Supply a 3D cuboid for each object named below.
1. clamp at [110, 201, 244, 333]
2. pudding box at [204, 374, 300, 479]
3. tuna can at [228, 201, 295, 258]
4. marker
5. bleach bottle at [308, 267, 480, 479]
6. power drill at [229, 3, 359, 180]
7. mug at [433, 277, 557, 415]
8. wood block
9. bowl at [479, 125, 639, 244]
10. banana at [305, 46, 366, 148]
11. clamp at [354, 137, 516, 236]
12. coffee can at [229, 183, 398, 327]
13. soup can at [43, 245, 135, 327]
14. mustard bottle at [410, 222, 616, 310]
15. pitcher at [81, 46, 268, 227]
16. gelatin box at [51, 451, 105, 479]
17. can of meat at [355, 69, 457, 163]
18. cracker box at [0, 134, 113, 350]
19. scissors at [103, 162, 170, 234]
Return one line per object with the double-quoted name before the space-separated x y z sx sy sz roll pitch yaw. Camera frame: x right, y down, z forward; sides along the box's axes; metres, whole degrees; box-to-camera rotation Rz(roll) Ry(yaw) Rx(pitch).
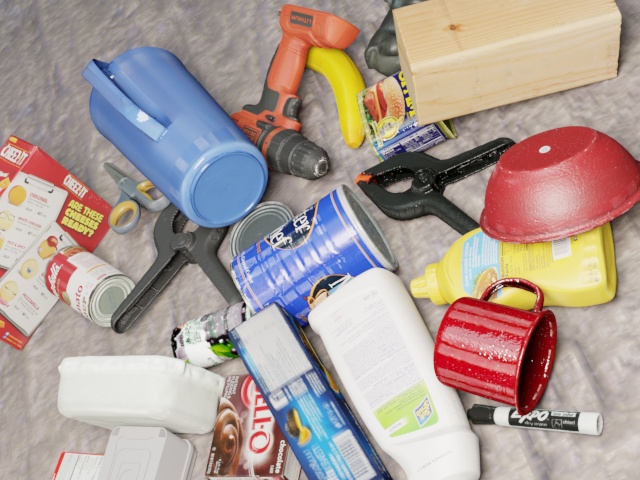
"clamp" -0.145 0.013 1.231 0.165 0.036 0.210 -3 55 22
"pudding box" -0.059 0.187 1.057 0.090 0.039 0.113 -8 58 28
"tuna can" -0.058 0.001 1.183 0.086 0.033 0.086 -17 53 24
"marker" 0.184 0.155 0.931 0.121 0.020 0.020 -1 60 33
"bleach bottle" 0.074 0.148 0.980 0.103 0.068 0.251 -38 50 19
"power drill" -0.026 -0.170 1.227 0.185 0.057 0.188 27 95 46
"mug" 0.154 0.085 0.925 0.082 0.093 0.117 14 73 29
"wood block" 0.186 -0.199 1.076 0.206 0.090 0.091 -13 53 2
"bowl" 0.216 -0.061 0.980 0.162 0.055 0.162 -20 22 8
"banana" 0.018 -0.183 1.258 0.070 0.037 0.198 -54 43 18
"clamp" 0.121 -0.063 1.106 0.172 0.039 0.120 15 63 32
"coffee can" -0.007 0.023 1.088 0.140 0.102 0.103 -33 48 11
"soup can" -0.273 0.054 1.268 0.102 0.068 0.068 26 77 41
"mustard bottle" 0.174 0.027 0.996 0.192 0.058 0.096 -13 53 26
"pitcher" -0.168 -0.121 1.224 0.149 0.145 0.243 -18 40 -26
"gelatin box" -0.249 0.266 1.138 0.089 0.030 0.073 -3 58 32
"can of meat" 0.092 -0.138 1.162 0.084 0.057 0.102 -26 50 19
"cracker box" -0.372 0.004 1.302 0.072 0.164 0.213 25 76 39
"scissors" -0.252 -0.055 1.333 0.202 0.016 0.096 15 57 50
